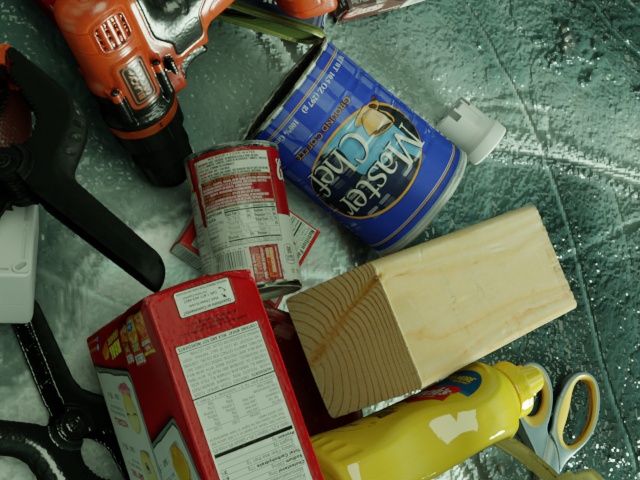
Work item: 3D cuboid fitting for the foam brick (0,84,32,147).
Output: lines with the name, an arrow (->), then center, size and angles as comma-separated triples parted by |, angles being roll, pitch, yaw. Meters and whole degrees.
foam brick -> -0.225, -0.079, 0.720 | 0.052, 0.051, 0.078 | 1, 77, -26

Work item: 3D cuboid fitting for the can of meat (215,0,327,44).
can of meat -> -0.038, -0.206, 0.823 | 0.102, 0.058, 0.084 | 13, 91, -22

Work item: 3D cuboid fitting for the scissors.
scissors -> 0.168, 0.184, 0.859 | 0.096, 0.016, 0.201 | 36, 65, -12

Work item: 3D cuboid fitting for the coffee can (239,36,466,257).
coffee can -> 0.025, -0.070, 0.806 | 0.140, 0.103, 0.102 | 38, 65, -12

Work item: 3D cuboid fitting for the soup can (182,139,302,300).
soup can -> -0.053, -0.011, 0.738 | 0.068, 0.069, 0.102 | -6, 79, -26

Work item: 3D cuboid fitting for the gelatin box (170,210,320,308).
gelatin box -> -0.055, 0.001, 0.792 | 0.089, 0.030, 0.073 | 36, 64, -13

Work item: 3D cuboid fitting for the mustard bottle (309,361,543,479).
mustard bottle -> 0.075, 0.127, 0.718 | 0.191, 0.096, 0.058 | -20, 87, -27

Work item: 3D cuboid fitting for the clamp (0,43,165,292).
clamp -> -0.174, -0.035, 0.638 | 0.164, 0.036, 0.210 | -7, 57, 3

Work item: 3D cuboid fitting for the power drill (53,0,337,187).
power drill -> -0.076, -0.141, 0.733 | 0.187, 0.184, 0.057 | -41, 57, -15

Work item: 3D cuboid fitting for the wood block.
wood block -> 0.086, 0.046, 0.778 | 0.205, 0.091, 0.090 | -17, 84, -47

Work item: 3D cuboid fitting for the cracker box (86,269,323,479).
cracker box -> -0.058, 0.135, 0.617 | 0.072, 0.164, 0.214 | -18, 85, -26

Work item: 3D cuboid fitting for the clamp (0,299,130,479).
clamp -> -0.169, 0.115, 0.704 | 0.171, 0.039, 0.120 | 36, 56, -21
